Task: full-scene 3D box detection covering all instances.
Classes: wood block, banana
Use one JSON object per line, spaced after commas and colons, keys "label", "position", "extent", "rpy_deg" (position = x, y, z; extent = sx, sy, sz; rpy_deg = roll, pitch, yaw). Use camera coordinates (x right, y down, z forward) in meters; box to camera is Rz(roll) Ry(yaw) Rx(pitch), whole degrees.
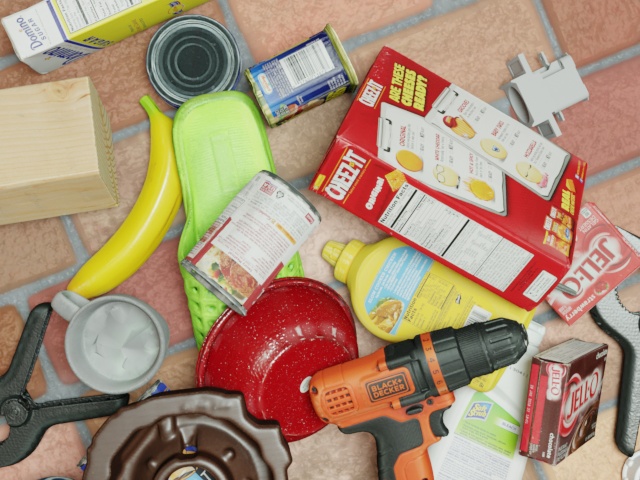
{"label": "wood block", "position": [-0.286, -0.067, 0.911], "extent": [0.206, 0.090, 0.091], "rpy_deg": [-9, 72, -2]}
{"label": "banana", "position": [-0.162, -0.028, 0.959], "extent": [0.070, 0.037, 0.198], "rpy_deg": [21, 88, 22]}

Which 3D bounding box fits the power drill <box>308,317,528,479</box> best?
{"label": "power drill", "position": [0.102, 0.166, 0.880], "extent": [0.184, 0.057, 0.187], "rpy_deg": [-18, 97, 9]}

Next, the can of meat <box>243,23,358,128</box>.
{"label": "can of meat", "position": [-0.018, -0.140, 0.929], "extent": [0.084, 0.102, 0.057], "rpy_deg": [-26, 92, 0]}

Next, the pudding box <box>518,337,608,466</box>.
{"label": "pudding box", "position": [0.214, 0.138, 0.935], "extent": [0.039, 0.113, 0.090], "rpy_deg": [12, 101, 28]}

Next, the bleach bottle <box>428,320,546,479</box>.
{"label": "bleach bottle", "position": [0.147, 0.191, 0.963], "extent": [0.102, 0.068, 0.251], "rpy_deg": [25, 88, -4]}

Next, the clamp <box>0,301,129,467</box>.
{"label": "clamp", "position": [-0.259, 0.153, 0.955], "extent": [0.120, 0.039, 0.171], "rpy_deg": [43, 95, 2]}

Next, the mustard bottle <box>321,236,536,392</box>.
{"label": "mustard bottle", "position": [0.086, 0.049, 0.941], "extent": [0.192, 0.058, 0.096], "rpy_deg": [28, 91, 18]}

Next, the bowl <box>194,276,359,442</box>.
{"label": "bowl", "position": [-0.024, 0.115, 0.918], "extent": [0.161, 0.055, 0.162], "rpy_deg": [-11, 113, -28]}

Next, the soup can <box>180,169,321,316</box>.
{"label": "soup can", "position": [-0.056, 0.001, 0.869], "extent": [0.068, 0.068, 0.102], "rpy_deg": [40, 79, -3]}

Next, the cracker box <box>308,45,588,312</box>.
{"label": "cracker box", "position": [0.114, -0.054, 0.907], "extent": [0.213, 0.164, 0.072], "rpy_deg": [29, 130, -3]}

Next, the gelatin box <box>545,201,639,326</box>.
{"label": "gelatin box", "position": [0.234, 0.021, 0.958], "extent": [0.089, 0.030, 0.073], "rpy_deg": [-44, 77, 17]}

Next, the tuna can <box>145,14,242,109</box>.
{"label": "tuna can", "position": [-0.113, -0.158, 0.957], "extent": [0.086, 0.034, 0.086], "rpy_deg": [0, 91, -3]}

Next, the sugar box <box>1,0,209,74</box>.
{"label": "sugar box", "position": [-0.178, -0.201, 0.924], "extent": [0.176, 0.093, 0.048], "rpy_deg": [-27, 92, -1]}
